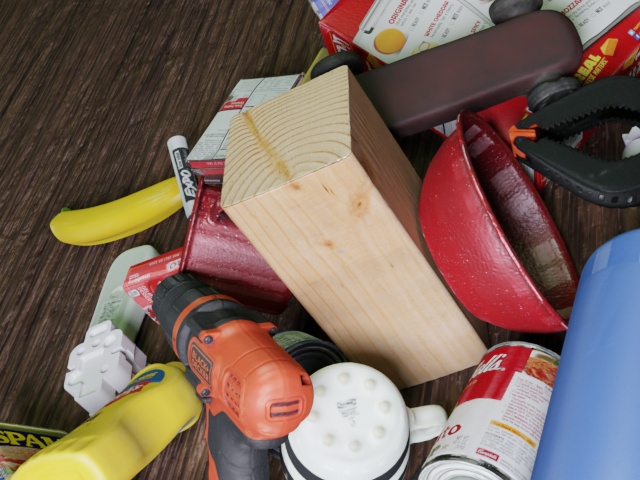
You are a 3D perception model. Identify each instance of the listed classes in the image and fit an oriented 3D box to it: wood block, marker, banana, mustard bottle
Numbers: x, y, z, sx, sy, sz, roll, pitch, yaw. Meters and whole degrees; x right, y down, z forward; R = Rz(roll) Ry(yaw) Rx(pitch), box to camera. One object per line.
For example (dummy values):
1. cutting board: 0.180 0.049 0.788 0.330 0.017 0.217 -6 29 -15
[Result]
1. wood block: 0.029 0.001 0.707 0.090 0.206 0.091 -21 40 21
2. marker: -0.124 -0.048 1.008 0.020 0.020 0.121 -27 57 14
3. banana: -0.207 -0.028 1.068 0.198 0.037 0.069 -9 45 32
4. mustard bottle: -0.139 0.138 0.777 0.096 0.058 0.191 -35 2 30

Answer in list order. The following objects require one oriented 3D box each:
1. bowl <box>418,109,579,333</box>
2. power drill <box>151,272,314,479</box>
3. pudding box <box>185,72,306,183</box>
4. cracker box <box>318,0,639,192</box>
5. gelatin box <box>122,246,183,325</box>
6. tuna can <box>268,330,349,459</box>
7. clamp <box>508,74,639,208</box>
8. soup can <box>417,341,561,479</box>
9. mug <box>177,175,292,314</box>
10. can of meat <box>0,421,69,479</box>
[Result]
1. bowl: 0.110 -0.001 0.685 0.055 0.162 0.162 -30 37 22
2. power drill: -0.067 0.127 0.677 0.057 0.188 0.185 -6 20 -25
3. pudding box: -0.063 -0.104 1.002 0.090 0.039 0.113 4 55 44
4. cracker box: 0.134 -0.157 0.834 0.214 0.072 0.164 36 76 25
5. gelatin box: -0.104 0.046 0.863 0.073 0.089 0.030 -18 41 24
6. tuna can: -0.019 0.106 0.735 0.034 0.086 0.086 18 63 49
7. clamp: 0.231 -0.073 0.689 0.210 0.036 0.164 8 68 20
8. soup can: 0.105 0.116 0.616 0.069 0.068 0.102 -5 31 36
9. mug: -0.055 0.001 0.765 0.081 0.117 0.093 13 56 -8
10. can of meat: -0.221 0.184 0.804 0.084 0.101 0.057 35 102 49
